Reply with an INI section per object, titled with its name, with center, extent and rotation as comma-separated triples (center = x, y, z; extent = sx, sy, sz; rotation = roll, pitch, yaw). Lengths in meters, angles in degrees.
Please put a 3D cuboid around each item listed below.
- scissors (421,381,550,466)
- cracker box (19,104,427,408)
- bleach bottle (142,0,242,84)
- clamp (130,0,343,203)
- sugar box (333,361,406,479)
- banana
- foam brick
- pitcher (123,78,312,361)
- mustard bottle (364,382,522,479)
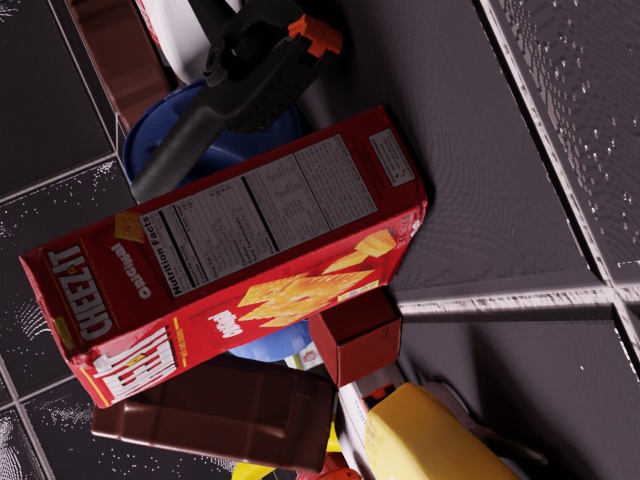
[scissors]
center = 0.107, 0.141, 0.663
extent = 0.096, 0.016, 0.202
rotation = 67, 168, -14
[cracker box]
center = -0.052, 0.018, 0.633
extent = 0.072, 0.213, 0.164
rotation = 63, 168, 14
[bleach bottle]
center = -0.135, -0.236, 0.882
extent = 0.102, 0.068, 0.251
rotation = 78, 166, -47
[clamp]
center = -0.053, -0.117, 0.681
extent = 0.210, 0.036, 0.164
rotation = -17, 58, 54
[sugar box]
center = 0.050, 0.162, 0.884
extent = 0.176, 0.048, 0.093
rotation = 100, 147, -64
[banana]
center = -0.019, 0.208, 1.064
extent = 0.037, 0.198, 0.069
rotation = 31, -139, -42
[foam brick]
center = 0.024, 0.063, 0.784
extent = 0.051, 0.053, 0.078
rotation = 60, 166, 27
[pitcher]
center = -0.056, 0.001, 0.858
extent = 0.243, 0.145, 0.149
rotation = 75, -164, -52
[mustard bottle]
center = 0.102, 0.161, 0.576
extent = 0.192, 0.058, 0.096
rotation = 40, 159, 46
